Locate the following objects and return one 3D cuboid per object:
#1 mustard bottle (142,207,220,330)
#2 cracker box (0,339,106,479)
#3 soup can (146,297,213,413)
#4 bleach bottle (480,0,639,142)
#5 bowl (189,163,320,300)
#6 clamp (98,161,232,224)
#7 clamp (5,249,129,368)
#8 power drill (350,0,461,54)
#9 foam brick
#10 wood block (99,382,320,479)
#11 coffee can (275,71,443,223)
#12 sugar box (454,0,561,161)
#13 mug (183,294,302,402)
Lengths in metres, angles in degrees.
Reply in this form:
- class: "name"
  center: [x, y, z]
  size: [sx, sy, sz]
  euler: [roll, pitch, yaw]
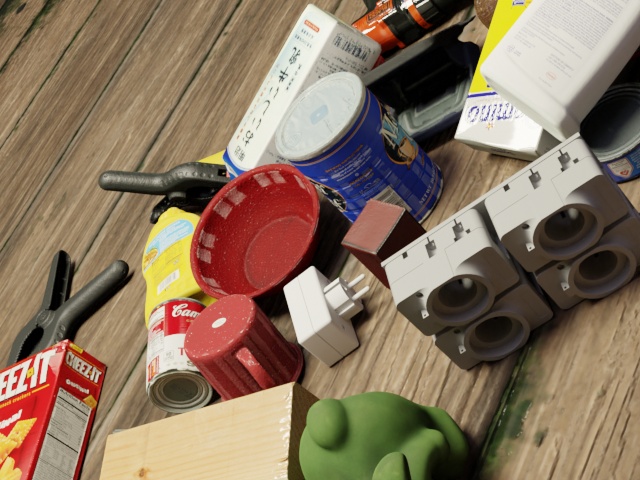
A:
- class: "mustard bottle"
  center: [-0.160, 0.023, 1.218]
  size: [0.096, 0.058, 0.192]
  euler: [-40, 35, 17]
- class: "cracker box"
  center: [-0.339, 0.232, 1.190]
  size: [0.164, 0.072, 0.213]
  euler: [-24, 40, 29]
- class: "soup can"
  center: [-0.144, 0.118, 1.098]
  size: [0.069, 0.068, 0.102]
  euler: [-32, 38, 21]
- class: "bleach bottle"
  center: [0.250, -0.209, 0.894]
  size: [0.103, 0.068, 0.251]
  euler: [42, 96, 22]
- class: "bowl"
  center: [-0.057, 0.001, 1.117]
  size: [0.162, 0.055, 0.162]
  euler: [-18, 53, 25]
- class: "clamp"
  center: [-0.169, -0.058, 1.294]
  size: [0.172, 0.120, 0.039]
  euler: [-3, 70, 19]
- class: "clamp"
  center: [-0.341, 0.099, 1.354]
  size: [0.165, 0.036, 0.210]
  euler: [16, 68, 52]
- class: "power drill"
  center: [0.100, -0.310, 1.269]
  size: [0.185, 0.057, 0.187]
  euler: [-27, 39, 26]
- class: "foam brick"
  center: [0.069, 0.008, 0.971]
  size: [0.053, 0.078, 0.051]
  euler: [19, 70, 51]
- class: "wood block"
  center: [-0.085, 0.201, 0.918]
  size: [0.206, 0.090, 0.091]
  euler: [-19, 48, 28]
- class: "coffee can"
  center: [0.039, -0.079, 1.033]
  size: [0.103, 0.140, 0.103]
  euler: [-28, 39, 25]
- class: "sugar box"
  center: [0.194, -0.164, 0.978]
  size: [0.093, 0.048, 0.176]
  euler: [16, 86, 42]
- class: "mug"
  center: [-0.071, 0.110, 1.003]
  size: [0.093, 0.081, 0.117]
  euler: [-39, 32, -5]
